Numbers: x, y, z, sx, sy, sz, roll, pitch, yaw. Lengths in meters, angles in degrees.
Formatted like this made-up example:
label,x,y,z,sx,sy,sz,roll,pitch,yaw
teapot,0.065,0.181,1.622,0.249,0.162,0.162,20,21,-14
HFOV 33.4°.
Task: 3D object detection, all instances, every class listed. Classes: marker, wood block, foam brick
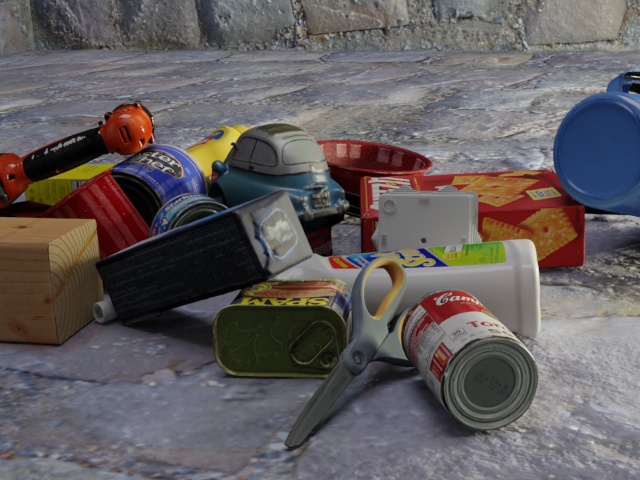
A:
label,x,y,z,sx,sy,sz,roll,pitch,yaw
marker,-0.153,0.050,0.976,0.020,0.020,0.120,12,21,42
wood block,-0.308,0.031,0.944,0.206,0.090,0.090,1,15,15
foam brick,-0.316,-0.010,1.161,0.078,0.051,0.052,13,21,42

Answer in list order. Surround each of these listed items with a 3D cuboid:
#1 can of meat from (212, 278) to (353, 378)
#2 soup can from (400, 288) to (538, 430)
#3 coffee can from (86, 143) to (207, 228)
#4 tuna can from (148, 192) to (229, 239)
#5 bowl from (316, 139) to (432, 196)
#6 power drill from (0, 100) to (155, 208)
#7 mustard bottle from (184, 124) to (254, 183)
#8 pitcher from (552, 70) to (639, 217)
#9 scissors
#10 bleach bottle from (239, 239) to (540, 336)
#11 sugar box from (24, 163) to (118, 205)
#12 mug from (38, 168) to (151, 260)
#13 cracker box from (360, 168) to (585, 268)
label,x,y,z,sx,sy,sz,roll,pitch,yaw
can of meat,-0.024,0.066,0.834,0.102,0.057,0.084,0,14,9
soup can,0.101,0.080,0.736,0.068,0.068,0.102,-5,16,-10
coffee can,-0.191,-0.041,1.155,0.103,0.103,0.140,1,16,12
tuna can,-0.120,-0.001,1.034,0.086,0.086,0.034,-12,20,-31
bowl,0.055,-0.080,1.316,0.162,0.055,0.162,5,18,-2
power drill,-0.273,-0.102,1.182,0.187,0.057,0.184,-23,11,-2
mustard bottle,-0.147,-0.095,1.321,0.191,0.058,0.096,-35,9,-36
pitcher,0.332,-0.088,1.052,0.242,0.145,0.149,3,18,-46
scissors,0.039,0.094,0.770,0.016,0.096,0.201,-34,24,41
bleach bottle,0.055,0.041,0.899,0.251,0.068,0.102,-2,15,9
sugar box,-0.287,-0.073,1.392,0.176,0.048,0.093,-3,16,4
mug,-0.226,-0.004,1.041,0.117,0.081,0.093,-37,5,-8
cracker box,0.147,-0.023,1.089,0.213,0.072,0.164,-2,16,3
